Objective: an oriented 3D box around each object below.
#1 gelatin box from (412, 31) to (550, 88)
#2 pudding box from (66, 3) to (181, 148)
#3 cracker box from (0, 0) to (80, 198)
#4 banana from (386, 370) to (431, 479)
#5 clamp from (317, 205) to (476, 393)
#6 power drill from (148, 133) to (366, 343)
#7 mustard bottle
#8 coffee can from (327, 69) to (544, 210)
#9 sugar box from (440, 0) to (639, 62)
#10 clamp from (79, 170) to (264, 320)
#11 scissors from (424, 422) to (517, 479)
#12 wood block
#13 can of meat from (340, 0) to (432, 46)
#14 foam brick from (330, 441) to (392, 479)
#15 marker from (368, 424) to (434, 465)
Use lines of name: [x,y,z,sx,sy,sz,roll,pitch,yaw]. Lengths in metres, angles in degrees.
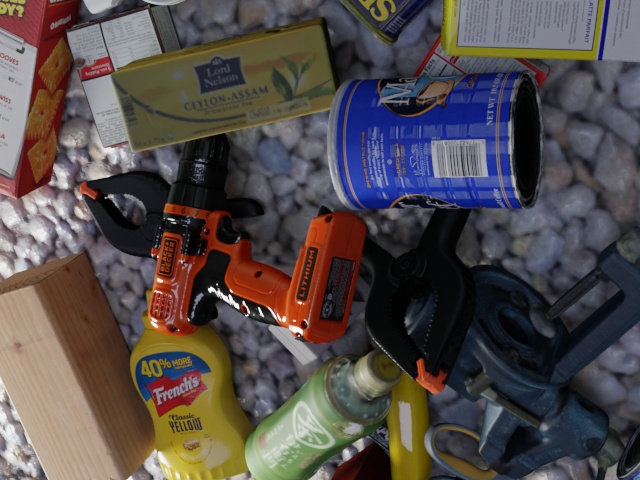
gelatin box: [0.125,-0.129,0.848,0.089,0.030,0.073,35,117,4]
pudding box: [-0.163,-0.145,0.936,0.090,0.039,0.113,-11,107,20]
cracker box: [-0.311,-0.166,0.961,0.164,0.072,0.214,20,113,11]
banana: [0.072,0.161,0.944,0.037,0.069,0.198,-4,101,27]
clamp: [0.082,0.018,0.846,0.165,0.210,0.036,-30,138,21]
power drill: [-0.056,0.001,0.881,0.188,0.057,0.184,11,91,36]
mustard bottle: [-0.128,0.133,1.012,0.096,0.058,0.191,-10,105,21]
coffee can: [0.089,-0.074,0.807,0.140,0.102,0.103,1,109,24]
sugar box: [0.180,-0.180,0.778,0.176,0.048,0.093,2,111,-3]
clamp: [-0.144,-0.003,0.976,0.171,0.039,0.120,19,96,14]
scissors: [0.166,0.236,0.930,0.201,0.016,0.096,37,74,-5]
wood block: [-0.242,0.129,1.032,0.091,0.090,0.206,-16,103,24]
can of meat: [0.050,-0.218,0.828,0.102,0.057,0.084,46,113,-2]
foam brick: [0.039,0.233,0.979,0.053,0.078,0.051,-40,92,26]
marker: [0.051,0.175,0.987,0.121,0.020,0.020,36,116,4]
